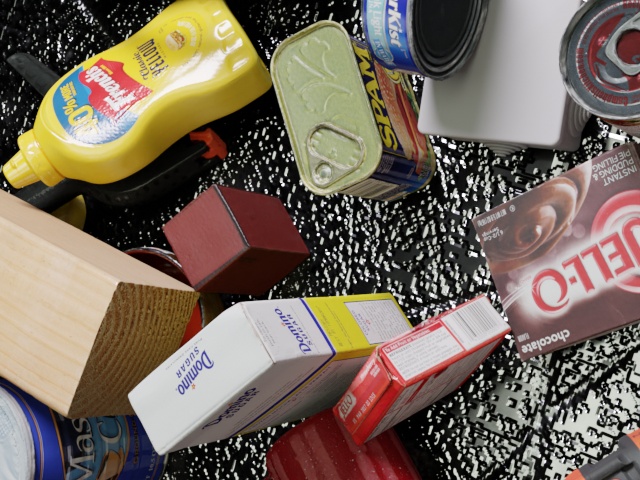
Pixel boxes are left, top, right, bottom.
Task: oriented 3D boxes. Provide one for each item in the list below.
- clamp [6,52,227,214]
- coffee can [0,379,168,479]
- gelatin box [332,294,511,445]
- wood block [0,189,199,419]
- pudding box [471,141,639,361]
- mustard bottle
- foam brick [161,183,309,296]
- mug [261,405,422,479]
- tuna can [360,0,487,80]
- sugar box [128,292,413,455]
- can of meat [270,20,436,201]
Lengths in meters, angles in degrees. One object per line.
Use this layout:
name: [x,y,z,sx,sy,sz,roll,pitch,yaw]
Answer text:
clamp: [-0.171,-0.060,0.792,0.210,0.036,0.164,8,75,24]
coffee can: [-0.189,0.145,0.744,0.103,0.140,0.103,-2,85,31]
gelatin box: [0.057,0.074,0.617,0.030,0.089,0.073,54,144,20]
wood block: [-0.196,0.031,0.705,0.206,0.090,0.090,24,95,27]
pudding box: [0.150,0.008,0.596,0.114,0.039,0.090,-29,72,42]
mustard bottle: [-0.134,-0.093,0.736,0.191,0.058,0.096,-32,57,2]
foam brick: [-0.055,0.001,0.710,0.053,0.078,0.051,-38,68,21]
mug: [0.007,0.155,0.648,0.117,0.093,0.081,-24,65,-11]
tuna can: [0.058,-0.133,0.587,0.034,0.086,0.086,17,95,32]
sugar box: [-0.021,0.073,0.626,0.093,0.175,0.048,-40,68,23]
can of meat: [0.023,-0.076,0.664,0.058,0.083,0.102,-23,75,27]
